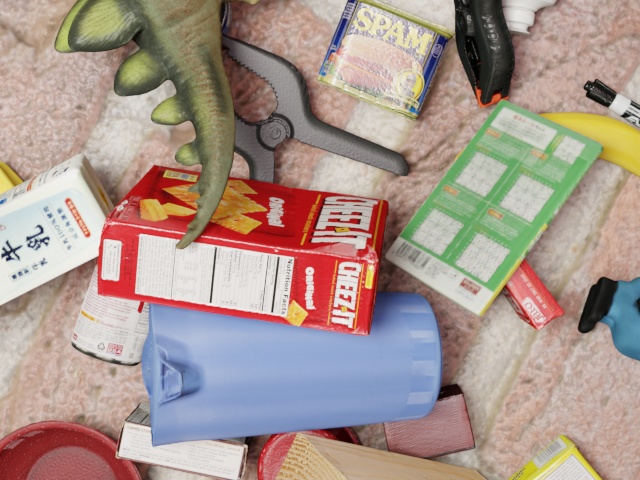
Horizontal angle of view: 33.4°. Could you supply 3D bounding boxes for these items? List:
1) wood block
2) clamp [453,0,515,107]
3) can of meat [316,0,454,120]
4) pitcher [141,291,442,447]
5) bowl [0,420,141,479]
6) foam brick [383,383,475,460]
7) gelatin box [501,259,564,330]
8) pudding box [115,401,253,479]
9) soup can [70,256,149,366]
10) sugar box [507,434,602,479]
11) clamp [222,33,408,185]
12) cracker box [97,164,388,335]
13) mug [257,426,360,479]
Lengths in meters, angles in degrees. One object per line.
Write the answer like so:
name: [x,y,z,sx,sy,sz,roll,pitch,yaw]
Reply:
wood block: [0.063,0.234,0.884,0.205,0.090,0.091,20,99,-36]
clamp: [0.133,-0.204,0.928,0.039,0.120,0.171,-13,124,-7]
can of meat: [0.056,-0.163,0.947,0.102,0.057,0.084,22,97,0]
pitcher: [-0.029,0.099,0.904,0.242,0.149,0.145,0,138,-11]
bowl: [-0.234,0.239,0.978,0.162,0.055,0.162,0,94,1]
foam brick: [0.095,0.167,0.968,0.078,0.053,0.051,-14,93,1]
gelatin box: [0.173,0.038,0.939,0.030,0.089,0.073,-36,92,3]
pudding box: [-0.119,0.179,0.954,0.113,0.090,0.039,10,93,0]
soup can: [-0.178,0.054,0.959,0.068,0.068,0.102,19,94,0]
sugar box: [0.247,0.275,0.975,0.093,0.048,0.176,-40,96,3]
clamp: [-0.029,-0.099,0.949,0.164,0.036,0.210,-27,103,2]
cracker box: [-0.056,0.001,0.871,0.214,0.164,0.072,8,109,4]
mug: [-0.020,0.208,0.951,0.117,0.081,0.093,-38,82,2]
